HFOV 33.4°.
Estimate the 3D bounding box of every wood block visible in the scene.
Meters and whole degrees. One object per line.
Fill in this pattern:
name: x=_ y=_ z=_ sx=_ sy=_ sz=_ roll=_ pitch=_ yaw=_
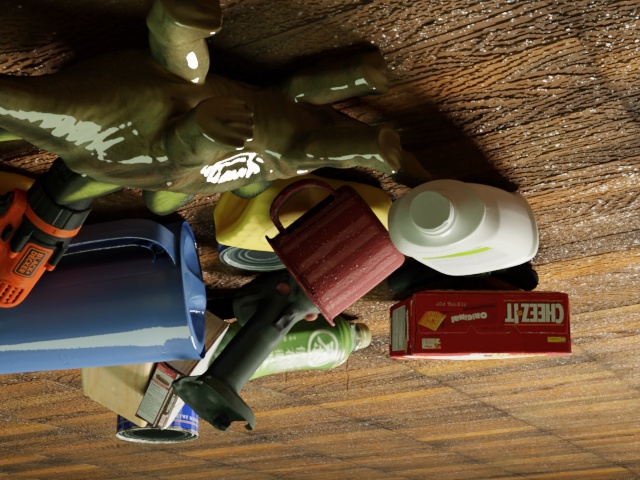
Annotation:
wood block: x=-0.208 y=0.118 z=1.188 sx=0.090 sy=0.090 sz=0.206 roll=28 pitch=151 yaw=5

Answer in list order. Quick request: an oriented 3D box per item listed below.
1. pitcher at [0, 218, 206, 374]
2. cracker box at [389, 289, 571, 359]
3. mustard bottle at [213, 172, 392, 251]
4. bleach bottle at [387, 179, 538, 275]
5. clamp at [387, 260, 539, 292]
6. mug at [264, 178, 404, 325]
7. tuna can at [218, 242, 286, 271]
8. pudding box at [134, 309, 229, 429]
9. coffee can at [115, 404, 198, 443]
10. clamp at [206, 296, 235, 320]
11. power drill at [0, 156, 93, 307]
pitcher: x=-0.233 y=0.055 z=1.008 sx=0.243 sy=0.149 sz=0.145 roll=-8 pitch=-171 yaw=1
cracker box: x=0.167 y=0.094 z=1.176 sx=0.164 sy=0.072 sz=0.214 roll=0 pitch=173 yaw=-3
mustard bottle: x=0.008 y=-0.017 z=0.952 sx=0.191 sy=0.058 sz=0.096 roll=11 pitch=143 yaw=-30
bleach bottle: x=0.116 y=-0.014 z=0.859 sx=0.103 sy=0.068 sz=0.250 roll=-14 pitch=172 yaw=14
clamp: x=0.147 y=0.019 z=1.084 sx=0.164 sy=0.036 sz=0.210 roll=-3 pitch=163 yaw=5
mug: x=0.007 y=0.000 z=0.866 sx=0.081 sy=0.093 sz=0.117 roll=-37 pitch=110 yaw=0
tuna can: x=-0.057 y=0.001 z=1.034 sx=0.086 sy=0.034 sz=0.086 roll=-1 pitch=159 yaw=0
pudding box: x=-0.149 y=0.139 z=1.159 sx=0.039 sy=0.113 sz=0.090 roll=29 pitch=123 yaw=4
coffee can: x=-0.202 y=0.176 z=1.341 sx=0.103 sy=0.140 sz=0.103 roll=0 pitch=159 yaw=0
clamp: x=-0.145 y=0.085 z=1.249 sx=0.120 sy=0.039 sz=0.172 roll=15 pitch=157 yaw=-25
power drill: x=-0.280 y=-0.035 z=0.847 sx=0.187 sy=0.057 sz=0.185 roll=23 pitch=121 yaw=-31
